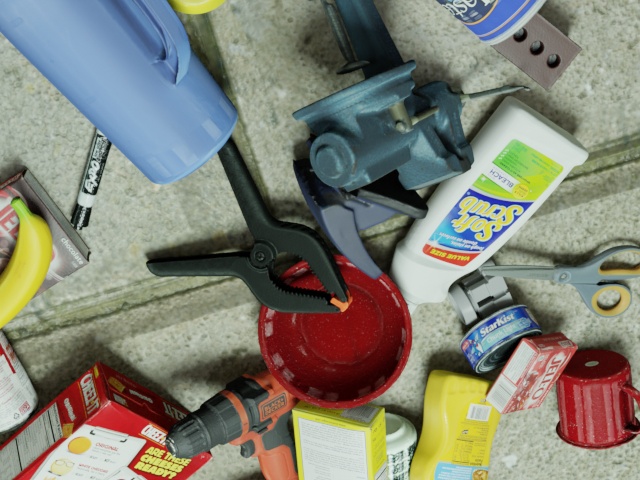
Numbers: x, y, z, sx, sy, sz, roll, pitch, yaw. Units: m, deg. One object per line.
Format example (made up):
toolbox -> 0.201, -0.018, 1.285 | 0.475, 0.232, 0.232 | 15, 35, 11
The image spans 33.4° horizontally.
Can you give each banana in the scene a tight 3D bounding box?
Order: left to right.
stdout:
banana -> -0.315, 0.044, 1.043 | 0.069, 0.037, 0.198 | 30, 107, -21

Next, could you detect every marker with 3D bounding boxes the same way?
marker -> -0.226, -0.065, 1.062 | 0.020, 0.020, 0.121 | 16, 110, -13

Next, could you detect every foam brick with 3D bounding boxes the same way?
foam brick -> 0.204, -0.193, 1.038 | 0.078, 0.051, 0.053 | 33, 106, -18

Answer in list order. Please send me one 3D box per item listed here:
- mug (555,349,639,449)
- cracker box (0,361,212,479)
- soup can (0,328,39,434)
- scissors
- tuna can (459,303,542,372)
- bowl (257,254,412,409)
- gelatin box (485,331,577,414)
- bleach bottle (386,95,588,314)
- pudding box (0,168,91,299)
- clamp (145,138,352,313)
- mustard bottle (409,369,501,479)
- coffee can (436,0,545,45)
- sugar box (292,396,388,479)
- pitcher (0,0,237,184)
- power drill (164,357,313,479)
mug -> 0.311, 0.175, 1.173 | 0.093, 0.117, 0.081 | -21, 111, -29
cracker box -> -0.250, 0.244, 1.137 | 0.214, 0.072, 0.164 | -41, 133, 10
soup can -> -0.344, 0.142, 1.110 | 0.068, 0.068, 0.102 | -20, 114, 2
scissors -> 0.264, 0.052, 1.148 | 0.201, 0.016, 0.096 | -10, 120, -13
tuna can -> 0.194, 0.106, 1.145 | 0.086, 0.034, 0.086 | -24, 155, -12
bowl -> 0.018, 0.091, 1.118 | 0.162, 0.055, 0.162 | 1, 96, 10
gelatin box -> 0.227, 0.142, 1.143 | 0.073, 0.030, 0.089 | -1, 126, -45
bleach bottle -> 0.158, -0.020, 1.101 | 0.102, 0.068, 0.251 | 30, 109, -16
pudding box -> -0.299, -0.002, 1.069 | 0.090, 0.039, 0.113 | -32, 113, 7
clamp -> -0.057, 0.001, 1.073 | 0.210, 0.036, 0.165 | 25, 107, 6
mustard bottle -> 0.144, 0.242, 1.169 | 0.096, 0.058, 0.191 | 14, 86, -37
coffee can -> 0.135, -0.262, 0.974 | 0.140, 0.103, 0.103 | 36, 104, -18
sugar box -> 0.025, 0.254, 1.143 | 0.093, 0.048, 0.176 | 9, 119, 27
pitcher -> -0.180, -0.170, 0.959 | 0.145, 0.149, 0.242 | -36, 115, 9
power drill -> -0.077, 0.236, 1.145 | 0.184, 0.057, 0.188 | -25, 124, -33
